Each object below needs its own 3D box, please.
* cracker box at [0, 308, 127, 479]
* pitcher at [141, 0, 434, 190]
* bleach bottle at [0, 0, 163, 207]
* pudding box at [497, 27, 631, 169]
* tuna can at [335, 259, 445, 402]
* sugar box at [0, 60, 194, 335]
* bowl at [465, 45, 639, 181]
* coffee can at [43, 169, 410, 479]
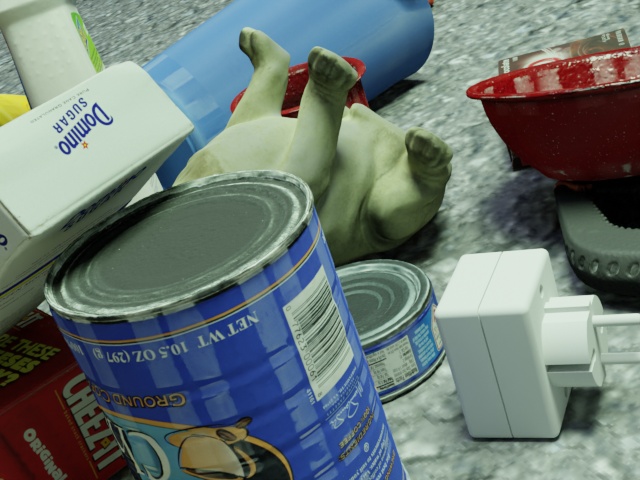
[{"bbox_3d":[-0.215,0.113,0.513,0.213,0.072,0.164,-33,30,-30],"label":"cracker box"},{"bbox_3d":[-0.039,-0.128,0.828,0.145,0.149,0.242,28,52,34],"label":"pitcher"},{"bbox_3d":[-0.163,-0.099,0.690,0.068,0.251,0.103,-22,25,-6],"label":"bleach bottle"},{"bbox_3d":[0.165,-0.095,0.703,0.090,0.039,0.113,-12,26,15],"label":"pudding box"},{"bbox_3d":[0.018,0.045,0.530,0.086,0.034,0.086,-16,25,7],"label":"tuna can"},{"bbox_3d":[-0.132,-0.001,0.453,0.093,0.048,0.177,-42,0,-43],"label":"sugar box"},{"bbox_3d":[0.163,-0.069,0.578,0.162,0.055,0.162,-11,12,2],"label":"bowl"},{"bbox_3d":[-0.031,0.058,0.412,0.103,0.140,0.103,-16,25,7],"label":"coffee can"}]
